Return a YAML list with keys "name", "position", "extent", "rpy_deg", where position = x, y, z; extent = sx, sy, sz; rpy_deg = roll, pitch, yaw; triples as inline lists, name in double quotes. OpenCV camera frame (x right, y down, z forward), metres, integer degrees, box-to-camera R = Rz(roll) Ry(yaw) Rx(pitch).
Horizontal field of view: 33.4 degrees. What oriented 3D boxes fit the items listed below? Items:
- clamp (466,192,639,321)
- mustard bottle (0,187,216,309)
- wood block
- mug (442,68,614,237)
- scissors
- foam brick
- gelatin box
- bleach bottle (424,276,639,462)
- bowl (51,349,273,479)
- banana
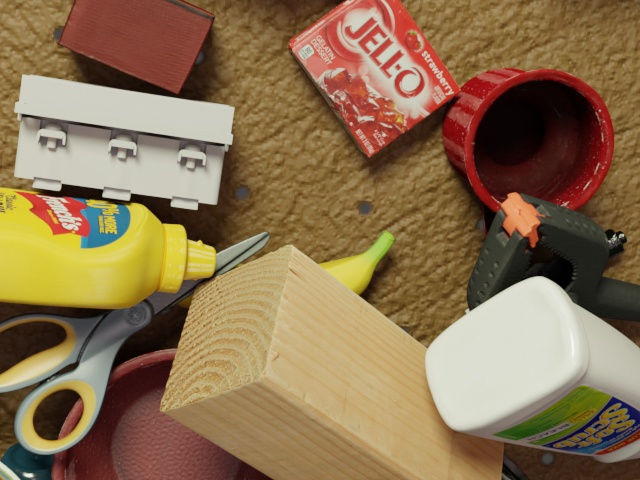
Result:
- name: "clamp"
  position: [0.152, 0.034, 0.680]
  extent: [0.164, 0.036, 0.210]
  rpy_deg: [-27, 142, -6]
- name: "mustard bottle"
  position: [-0.154, 0.004, 0.611]
  extent: [0.191, 0.096, 0.058]
  rpy_deg: [6, 109, -19]
- name: "wood block"
  position: [0.016, 0.103, 0.654]
  extent: [0.090, 0.090, 0.205]
  rpy_deg: [-23, 131, 39]
- name: "mug"
  position: [0.123, -0.053, 0.675]
  extent: [0.093, 0.081, 0.117]
  rpy_deg: [4, 104, -9]
- name: "scissors"
  position: [-0.115, 0.066, 0.656]
  extent: [0.201, 0.016, 0.096]
  rpy_deg: [-16, 90, -9]
- name: "foam brick"
  position: [-0.109, -0.127, 0.638]
  extent: [0.078, 0.053, 0.051]
  rpy_deg: [22, 100, -12]
- name: "gelatin box"
  position: [0.034, -0.109, 0.674]
  extent: [0.073, 0.030, 0.089]
  rpy_deg: [-36, 107, 2]
- name: "bleach bottle"
  position: [0.177, 0.097, 0.680]
  extent: [0.103, 0.068, 0.250]
  rpy_deg: [-35, 143, 28]
- name: "bowl"
  position: [-0.093, 0.145, 0.704]
  extent: [0.162, 0.055, 0.162]
  rpy_deg: [-1, 97, -10]
- name: "banana"
  position: [-0.052, 0.020, 0.694]
  extent: [0.197, 0.037, 0.069]
  rpy_deg: [4, 93, -10]
